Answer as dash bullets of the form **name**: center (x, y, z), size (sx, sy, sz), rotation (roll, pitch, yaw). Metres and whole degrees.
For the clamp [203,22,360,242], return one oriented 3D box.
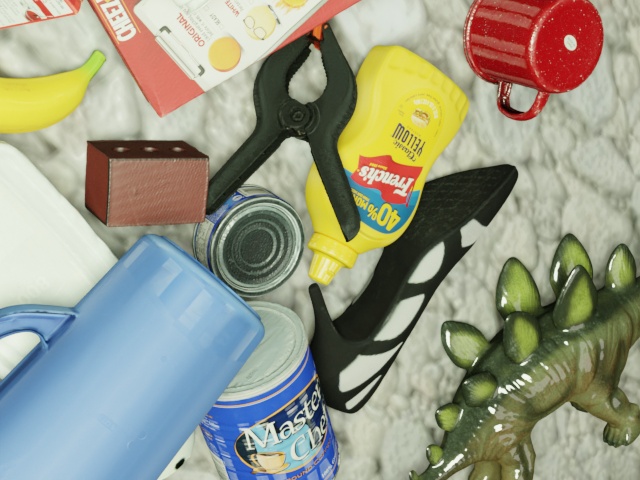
- **clamp**: center (-0.008, -0.081, 0.803), size (0.120, 0.039, 0.171), rotation (20, 84, -1)

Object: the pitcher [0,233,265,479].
- **pitcher**: center (-0.158, 0.110, 0.699), size (0.242, 0.145, 0.149), rotation (-50, 158, -8)

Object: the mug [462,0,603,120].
- **mug**: center (0.177, -0.158, 0.894), size (0.093, 0.082, 0.117), rotation (6, 105, -32)

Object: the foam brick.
- **foam brick**: center (-0.126, -0.042, 0.775), size (0.078, 0.053, 0.051), rotation (-3, 109, -30)

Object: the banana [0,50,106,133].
- **banana**: center (-0.237, -0.109, 0.698), size (0.197, 0.037, 0.069), rotation (9, 73, -36)

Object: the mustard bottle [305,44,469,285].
- **mustard bottle**: center (0.041, -0.053, 0.852), size (0.096, 0.058, 0.191), rotation (32, 82, -34)

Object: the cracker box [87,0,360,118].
- **cracker box**: center (-0.063, -0.211, 0.724), size (0.213, 0.072, 0.164), rotation (-31, 120, -6)

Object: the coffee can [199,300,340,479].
- **coffee can**: center (-0.047, 0.133, 0.844), size (0.102, 0.103, 0.140), rotation (-29, 129, -19)

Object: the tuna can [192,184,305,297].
- **tuna can**: center (-0.056, 0.001, 0.844), size (0.086, 0.034, 0.086), rotation (-11, 113, -27)
